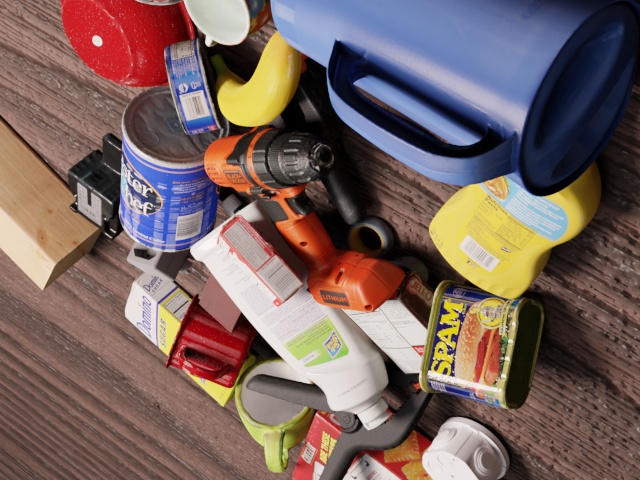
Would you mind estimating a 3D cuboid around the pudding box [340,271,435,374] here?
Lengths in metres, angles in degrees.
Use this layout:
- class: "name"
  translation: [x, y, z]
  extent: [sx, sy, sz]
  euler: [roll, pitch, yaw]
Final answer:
- class: "pudding box"
  translation: [0.085, 0.080, 1.012]
  extent: [0.113, 0.039, 0.090]
  euler: [47, 148, -23]

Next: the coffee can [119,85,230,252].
- class: "coffee can"
  translation: [-0.148, -0.070, 1.065]
  extent: [0.103, 0.102, 0.140]
  euler: [35, 145, 15]

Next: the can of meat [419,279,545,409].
- class: "can of meat"
  translation: [0.142, 0.092, 0.933]
  extent: [0.084, 0.057, 0.102]
  euler: [10, 88, 37]

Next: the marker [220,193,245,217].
- class: "marker"
  translation: [-0.057, 0.001, 1.110]
  extent: [0.121, 0.020, 0.020]
  euler: [47, 146, 3]

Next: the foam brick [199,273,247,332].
- class: "foam brick"
  translation: [-0.093, 0.054, 1.178]
  extent: [0.053, 0.051, 0.078]
  euler: [42, 145, 8]

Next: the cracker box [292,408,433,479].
- class: "cracker box"
  translation: [0.082, 0.278, 1.206]
  extent: [0.214, 0.072, 0.164]
  euler: [36, 143, 15]

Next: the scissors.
- class: "scissors"
  translation: [0.022, 0.022, 1.057]
  extent: [0.202, 0.016, 0.096]
  euler: [-4, 121, 48]

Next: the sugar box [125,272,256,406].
- class: "sugar box"
  translation: [-0.164, 0.119, 1.324]
  extent: [0.176, 0.048, 0.093]
  euler: [39, 145, 8]

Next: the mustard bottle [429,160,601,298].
- class: "mustard bottle"
  translation: [0.159, -0.035, 0.817]
  extent: [0.096, 0.058, 0.192]
  euler: [41, 146, 8]

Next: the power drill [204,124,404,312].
- class: "power drill"
  translation: [-0.006, -0.021, 0.940]
  extent: [0.187, 0.057, 0.185]
  euler: [54, 158, -22]

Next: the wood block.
- class: "wood block"
  translation: [-0.382, -0.052, 1.342]
  extent: [0.206, 0.090, 0.091]
  euler: [45, 146, 0]

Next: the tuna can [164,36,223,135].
- class: "tuna can"
  translation: [-0.115, -0.140, 0.976]
  extent: [0.034, 0.086, 0.086]
  euler: [-13, 126, 1]

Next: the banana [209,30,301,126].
- class: "banana"
  translation: [-0.056, -0.130, 0.891]
  extent: [0.069, 0.037, 0.198]
  euler: [65, 160, -13]

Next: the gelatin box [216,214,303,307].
- class: "gelatin box"
  translation: [-0.057, 0.019, 0.990]
  extent: [0.089, 0.030, 0.073]
  euler: [47, 171, 1]

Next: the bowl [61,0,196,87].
- class: "bowl"
  translation: [-0.196, -0.205, 1.020]
  extent: [0.162, 0.055, 0.162]
  euler: [28, 142, 24]

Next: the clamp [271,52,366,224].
- class: "clamp"
  translation: [-0.021, -0.096, 0.964]
  extent: [0.120, 0.039, 0.171]
  euler: [15, 135, 33]

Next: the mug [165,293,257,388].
- class: "mug"
  translation: [-0.125, 0.123, 1.218]
  extent: [0.081, 0.117, 0.093]
  euler: [23, 111, 0]

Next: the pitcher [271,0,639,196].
- class: "pitcher"
  translation: [0.076, -0.133, 0.716]
  extent: [0.243, 0.149, 0.145]
  euler: [33, 105, 32]

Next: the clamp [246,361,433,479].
- class: "clamp"
  translation: [0.034, 0.194, 1.116]
  extent: [0.210, 0.036, 0.164]
  euler: [-21, 86, 25]

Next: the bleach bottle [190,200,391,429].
- class: "bleach bottle"
  translation: [-0.018, 0.082, 1.067]
  extent: [0.103, 0.068, 0.251]
  euler: [-35, 90, 24]
